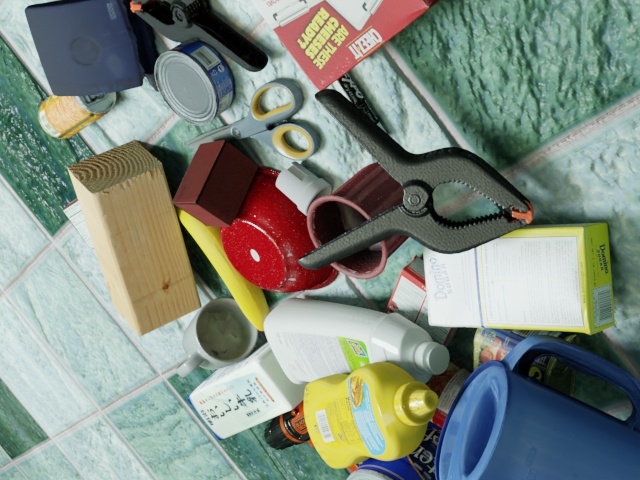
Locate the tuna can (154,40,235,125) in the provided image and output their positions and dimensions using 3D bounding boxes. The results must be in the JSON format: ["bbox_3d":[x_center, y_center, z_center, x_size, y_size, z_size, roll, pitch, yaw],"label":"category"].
[{"bbox_3d":[-0.131,-0.166,1.120,0.086,0.033,0.086,26,137,27],"label":"tuna can"}]

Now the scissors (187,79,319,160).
[{"bbox_3d":[-0.069,-0.105,1.127,0.096,0.016,0.202,52,142,-5],"label":"scissors"}]

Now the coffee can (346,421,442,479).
[{"bbox_3d":[0.108,0.246,1.153,0.103,0.140,0.103,26,137,27],"label":"coffee can"}]

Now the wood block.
[{"bbox_3d":[-0.221,-0.002,1.284,0.090,0.090,0.206,39,147,50],"label":"wood block"}]

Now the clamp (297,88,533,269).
[{"bbox_3d":[0.079,-0.030,0.939,0.210,0.036,0.165,16,108,10],"label":"clamp"}]

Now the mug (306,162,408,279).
[{"bbox_3d":[0.044,-0.016,1.038,0.093,0.081,0.117,40,141,11],"label":"mug"}]

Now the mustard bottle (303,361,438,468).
[{"bbox_3d":[0.055,0.170,1.057,0.192,0.058,0.096,-27,77,57],"label":"mustard bottle"}]

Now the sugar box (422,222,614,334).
[{"bbox_3d":[0.174,0.033,0.962,0.177,0.048,0.093,0,96,47],"label":"sugar box"}]

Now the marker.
[{"bbox_3d":[0.023,-0.144,1.000,0.020,0.020,0.121,-21,106,51],"label":"marker"}]

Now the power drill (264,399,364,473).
[{"bbox_3d":[0.023,0.273,1.326,0.187,0.057,0.185,48,142,0],"label":"power drill"}]

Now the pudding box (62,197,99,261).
[{"bbox_3d":[-0.275,-0.015,1.387,0.090,0.039,0.113,-22,103,51],"label":"pudding box"}]

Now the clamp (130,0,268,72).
[{"bbox_3d":[-0.126,-0.237,1.049,0.172,0.039,0.120,22,133,31],"label":"clamp"}]

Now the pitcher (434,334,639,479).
[{"bbox_3d":[0.238,0.199,0.950,0.242,0.145,0.149,22,141,-10],"label":"pitcher"}]

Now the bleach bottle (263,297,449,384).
[{"bbox_3d":[0.043,0.118,1.136,0.251,0.068,0.102,3,127,53],"label":"bleach bottle"}]

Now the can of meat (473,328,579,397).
[{"bbox_3d":[0.196,0.122,1.029,0.084,0.057,0.102,24,136,32],"label":"can of meat"}]

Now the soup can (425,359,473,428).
[{"bbox_3d":[0.155,0.173,1.103,0.102,0.068,0.068,29,138,24],"label":"soup can"}]

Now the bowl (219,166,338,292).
[{"bbox_3d":[-0.058,0.001,1.175,0.162,0.055,0.162,26,137,26],"label":"bowl"}]

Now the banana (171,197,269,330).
[{"bbox_3d":[-0.112,0.024,1.266,0.198,0.037,0.070,56,170,-5],"label":"banana"}]

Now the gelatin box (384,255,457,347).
[{"bbox_3d":[0.109,0.067,1.088,0.073,0.030,0.089,35,143,16],"label":"gelatin box"}]

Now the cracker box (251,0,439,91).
[{"bbox_3d":[-0.004,-0.255,0.889,0.213,0.072,0.164,52,144,-6],"label":"cracker box"}]

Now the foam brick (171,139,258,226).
[{"bbox_3d":[-0.113,-0.061,1.143,0.051,0.078,0.053,34,162,-32],"label":"foam brick"}]
